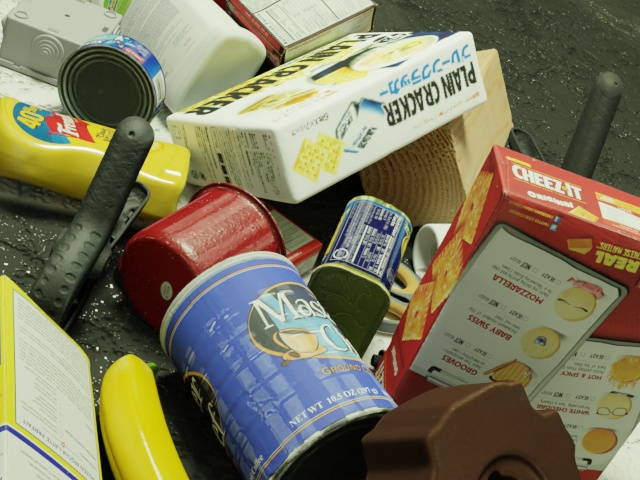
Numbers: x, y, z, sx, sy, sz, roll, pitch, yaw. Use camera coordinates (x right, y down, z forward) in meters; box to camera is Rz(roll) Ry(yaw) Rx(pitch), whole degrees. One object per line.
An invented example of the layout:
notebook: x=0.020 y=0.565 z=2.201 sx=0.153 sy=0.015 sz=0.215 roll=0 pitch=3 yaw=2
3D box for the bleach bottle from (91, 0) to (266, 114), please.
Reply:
bleach bottle: x=-0.154 y=-0.220 z=1.014 sx=0.068 sy=0.103 sz=0.251 roll=17 pitch=28 yaw=-50

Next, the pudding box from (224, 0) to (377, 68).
pudding box: x=-0.018 y=-0.213 z=0.988 sx=0.113 sy=0.039 sz=0.090 roll=-30 pitch=66 yaw=-23

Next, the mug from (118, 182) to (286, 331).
mug: x=-0.094 y=0.015 z=0.753 sx=0.117 sy=0.093 sz=0.081 roll=7 pitch=27 yaw=35

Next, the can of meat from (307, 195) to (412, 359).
can of meat: x=0.022 y=0.030 z=0.767 sx=0.057 sy=0.102 sz=0.083 roll=24 pitch=44 yaw=1

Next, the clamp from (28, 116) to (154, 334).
clamp: x=-0.154 y=0.008 z=0.706 sx=0.039 sy=0.120 sz=0.171 roll=27 pitch=77 yaw=5

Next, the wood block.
wood block: x=0.110 y=-0.098 z=0.991 sx=0.091 sy=0.090 sz=0.205 roll=-7 pitch=25 yaw=24

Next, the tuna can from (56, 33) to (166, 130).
tuna can: x=-0.173 y=-0.128 z=0.891 sx=0.086 sy=0.086 sz=0.033 roll=23 pitch=32 yaw=-1

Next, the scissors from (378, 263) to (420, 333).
scissors: x=0.102 y=0.064 z=0.857 sx=0.201 sy=0.016 sz=0.096 roll=21 pitch=35 yaw=-5

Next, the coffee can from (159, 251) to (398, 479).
coffee can: x=-0.025 y=0.090 z=0.667 sx=0.102 sy=0.103 sz=0.140 roll=-6 pitch=44 yaw=-37

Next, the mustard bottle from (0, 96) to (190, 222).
mustard bottle: x=-0.198 y=-0.067 z=0.815 sx=0.191 sy=0.058 sz=0.096 roll=16 pitch=20 yaw=-10

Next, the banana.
banana: x=-0.090 y=0.131 z=0.616 sx=0.069 sy=0.037 sz=0.198 roll=26 pitch=27 yaw=-43

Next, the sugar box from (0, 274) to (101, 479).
sugar box: x=-0.158 y=0.111 z=0.570 sx=0.093 sy=0.048 sz=0.176 roll=56 pitch=12 yaw=-41

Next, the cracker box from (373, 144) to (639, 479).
cracker box: x=0.145 y=0.061 z=0.711 sx=0.164 sy=0.214 sz=0.072 roll=18 pitch=32 yaw=-9
